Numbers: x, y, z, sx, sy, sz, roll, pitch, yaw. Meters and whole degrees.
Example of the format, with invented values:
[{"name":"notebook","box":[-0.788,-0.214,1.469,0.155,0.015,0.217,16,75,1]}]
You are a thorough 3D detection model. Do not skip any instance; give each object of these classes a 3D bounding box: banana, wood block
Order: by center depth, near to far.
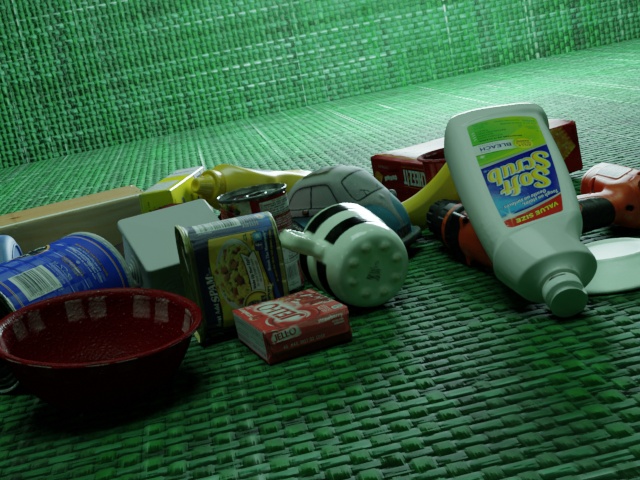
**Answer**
[{"name":"banana","box":[0.097,-0.042,1.137,0.198,0.069,0.037,-22,11,37]},{"name":"wood block","box":[-0.312,0.002,1.302,0.205,0.090,0.091,-14,13,-16]}]

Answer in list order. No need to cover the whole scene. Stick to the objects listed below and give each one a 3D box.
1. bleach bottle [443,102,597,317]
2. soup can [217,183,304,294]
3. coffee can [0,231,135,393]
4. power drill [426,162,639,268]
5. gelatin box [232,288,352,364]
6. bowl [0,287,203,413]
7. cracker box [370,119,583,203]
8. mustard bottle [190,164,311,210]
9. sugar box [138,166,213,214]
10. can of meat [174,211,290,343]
[{"name":"bleach bottle","box":[0.177,-0.026,0.894,0.102,0.068,0.251,-8,36,-4]},{"name":"soup can","box":[-0.057,0.001,1.037,0.068,0.102,0.068,-11,12,2]},{"name":"coffee can","box":[-0.245,0.060,0.936,0.103,0.103,0.140,-4,14,31]},{"name":"power drill","box":[0.209,-0.025,1.031,0.187,0.057,0.184,-17,17,-11]},{"name":"gelatin box","box":[-0.024,0.068,0.873,0.073,0.030,0.089,-15,12,-18]},{"name":"bowl","box":[-0.169,0.088,0.819,0.162,0.055,0.162,-3,17,1]},{"name":"cracker box","box":[0.193,-0.099,1.347,0.213,0.072,0.164,-16,12,-19]},{"name":"mustard bottle","box":[-0.090,-0.066,1.367,0.096,0.058,0.191,-2,-1,41]},{"name":"sugar box","box":[-0.172,-0.032,1.322,0.048,0.093,0.176,-8,13,11]},{"name":"can of meat","box":[-0.076,0.030,0.929,0.083,0.102,0.057,-12,12,-13]}]
